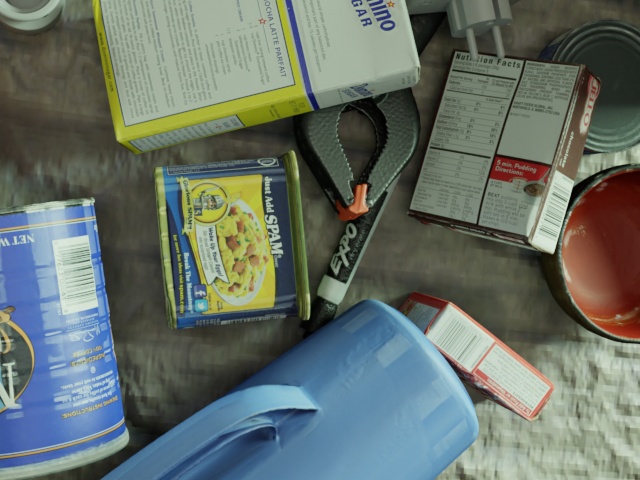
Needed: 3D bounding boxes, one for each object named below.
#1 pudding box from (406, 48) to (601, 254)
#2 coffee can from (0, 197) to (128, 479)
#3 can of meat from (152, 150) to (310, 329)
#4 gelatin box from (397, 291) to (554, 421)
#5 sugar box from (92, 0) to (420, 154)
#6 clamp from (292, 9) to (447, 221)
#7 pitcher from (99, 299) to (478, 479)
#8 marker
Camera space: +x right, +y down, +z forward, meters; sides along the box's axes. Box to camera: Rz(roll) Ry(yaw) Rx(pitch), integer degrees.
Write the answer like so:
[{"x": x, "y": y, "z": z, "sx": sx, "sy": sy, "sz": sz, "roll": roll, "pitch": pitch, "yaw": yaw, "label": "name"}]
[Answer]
[{"x": 0.112, "y": -0.057, "z": 0.656, "sx": 0.039, "sy": 0.090, "sz": 0.113, "roll": 22, "pitch": 85, "yaw": -55, "label": "pudding box"}, {"x": -0.167, "y": 0.052, "z": 0.594, "sx": 0.102, "sy": 0.103, "sz": 0.140, "roll": -8, "pitch": 93, "yaw": -11, "label": "coffee can"}, {"x": -0.054, "y": 0.001, "z": 0.639, "sx": 0.084, "sy": 0.057, "sz": 0.102, "roll": -6, "pitch": 92, "yaw": -9, "label": "can of meat"}, {"x": 0.093, "y": 0.071, "z": 0.663, "sx": 0.089, "sy": 0.073, "sz": 0.030, "roll": 38, "pitch": 85, "yaw": -11, "label": "gelatin box"}, {"x": -0.037, "y": -0.116, "z": 0.617, "sx": 0.176, "sy": 0.048, "sz": 0.093, "roll": -12, "pitch": 83, "yaw": 3, "label": "sugar box"}, {"x": 0.033, "y": -0.099, "z": 0.657, "sx": 0.120, "sy": 0.039, "sz": 0.171, "roll": -4, "pitch": 85, "yaw": -7, "label": "clamp"}, {"x": -0.033, "y": 0.138, "z": 0.606, "sx": 0.242, "sy": 0.149, "sz": 0.145, "roll": -37, "pitch": 99, "yaw": -12, "label": "pitcher"}, {"x": 0.018, "y": 0.008, "z": 0.672, "sx": 0.020, "sy": 0.020, "sz": 0.121, "roll": 25, "pitch": 86, "yaw": -11, "label": "marker"}]
